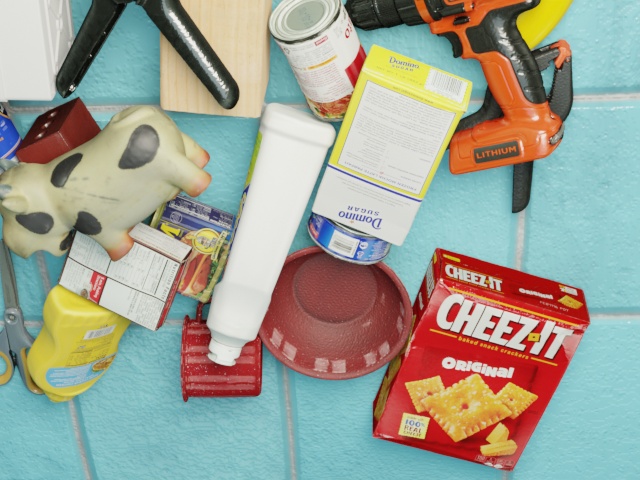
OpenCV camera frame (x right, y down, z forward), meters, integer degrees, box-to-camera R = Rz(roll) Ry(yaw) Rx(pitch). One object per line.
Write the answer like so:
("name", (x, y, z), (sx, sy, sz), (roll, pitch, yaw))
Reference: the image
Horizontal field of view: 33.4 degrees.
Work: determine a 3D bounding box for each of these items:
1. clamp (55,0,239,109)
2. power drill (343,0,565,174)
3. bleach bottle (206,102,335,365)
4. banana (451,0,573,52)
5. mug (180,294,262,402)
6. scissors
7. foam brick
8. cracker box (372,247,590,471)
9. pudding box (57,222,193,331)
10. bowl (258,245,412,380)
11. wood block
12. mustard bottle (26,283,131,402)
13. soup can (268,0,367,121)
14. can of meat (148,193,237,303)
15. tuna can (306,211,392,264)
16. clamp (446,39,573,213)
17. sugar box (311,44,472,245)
("clamp", (-0.160, -0.202, 0.866), (0.165, 0.036, 0.210), (-1, 118, 16))
("power drill", (0.125, -0.154, 0.931), (0.185, 0.057, 0.187), (-8, 113, 29))
("bleach bottle", (-0.057, 0.001, 1.002), (0.068, 0.102, 0.251), (17, 102, -7))
("banana", (0.192, -0.227, 0.921), (0.069, 0.037, 0.198), (25, 120, -12))
("mug", (-0.103, 0.113, 1.126), (0.081, 0.093, 0.117), (0, 101, -1))
("scissors", (-0.352, 0.090, 1.169), (0.096, 0.016, 0.202), (-10, 120, 10))
("foam brick", (-0.246, -0.090, 1.015), (0.053, 0.078, 0.051), (-21, 119, 16))
("cracker box", (0.163, 0.131, 1.120), (0.164, 0.072, 0.214), (16, 120, -6))
("pudding box", (-0.190, 0.025, 1.036), (0.113, 0.039, 0.090), (25, 118, 0))
("bowl", (0.013, 0.063, 1.098), (0.162, 0.055, 0.162), (2, 119, 3))
("wood block", (-0.087, -0.220, 0.917), (0.090, 0.090, 0.206), (5, 122, 1))
("mustard bottle", (-0.260, 0.113, 1.133), (0.096, 0.058, 0.192), (-13, 147, -38))
("soup can", (0.003, -0.163, 0.939), (0.068, 0.068, 0.102), (-16, 139, 14))
("can of meat", (-0.137, 0.006, 1.078), (0.084, 0.057, 0.102), (21, 120, -11))
("tuna can", (0.032, -0.017, 1.032), (0.086, 0.086, 0.034), (17, 123, -6))
("clamp", (0.186, -0.105, 0.994), (0.120, 0.039, 0.172), (34, 122, -16))
("sugar box", (0.059, -0.079, 0.939), (0.093, 0.048, 0.176), (22, 139, 0))
